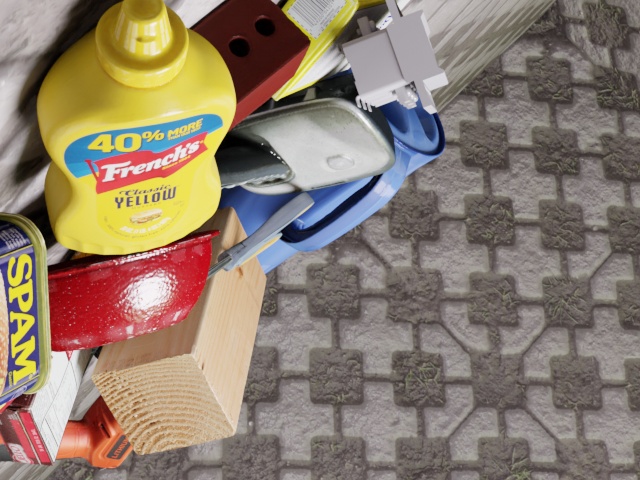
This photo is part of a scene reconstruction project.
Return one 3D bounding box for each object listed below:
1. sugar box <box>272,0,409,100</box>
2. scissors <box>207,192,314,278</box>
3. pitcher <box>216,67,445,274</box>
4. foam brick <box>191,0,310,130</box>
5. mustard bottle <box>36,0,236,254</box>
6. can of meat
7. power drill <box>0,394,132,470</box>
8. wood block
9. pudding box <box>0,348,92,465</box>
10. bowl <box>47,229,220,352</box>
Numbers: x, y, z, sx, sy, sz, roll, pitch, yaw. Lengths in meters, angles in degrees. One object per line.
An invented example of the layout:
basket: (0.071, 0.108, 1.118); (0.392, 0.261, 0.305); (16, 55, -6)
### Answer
sugar box: (0.010, -0.165, 0.811); (0.093, 0.048, 0.176); (-46, 180, 24)
scissors: (-0.056, 0.001, 0.851); (0.096, 0.016, 0.201); (-41, 178, 13)
pitcher: (-0.010, -0.061, 1.007); (0.243, 0.145, 0.149); (-38, 173, 29)
foam brick: (-0.053, -0.107, 0.648); (0.078, 0.053, 0.051); (-44, 177, -22)
mustard bottle: (-0.092, -0.059, 0.536); (0.096, 0.058, 0.192); (-11, 157, -16)
can of meat: (-0.186, 0.043, 0.541); (0.083, 0.057, 0.102); (-31, 126, -63)
power drill: (-0.244, 0.154, 0.918); (0.187, 0.057, 0.185); (2, 144, -34)
wood block: (-0.113, 0.071, 0.909); (0.090, 0.091, 0.206); (-14, -149, 15)
pudding box: (-0.210, 0.099, 0.804); (0.090, 0.039, 0.113); (92, 9, -52)
bowl: (-0.140, 0.036, 0.711); (0.162, 0.055, 0.162); (-13, -177, 0)
